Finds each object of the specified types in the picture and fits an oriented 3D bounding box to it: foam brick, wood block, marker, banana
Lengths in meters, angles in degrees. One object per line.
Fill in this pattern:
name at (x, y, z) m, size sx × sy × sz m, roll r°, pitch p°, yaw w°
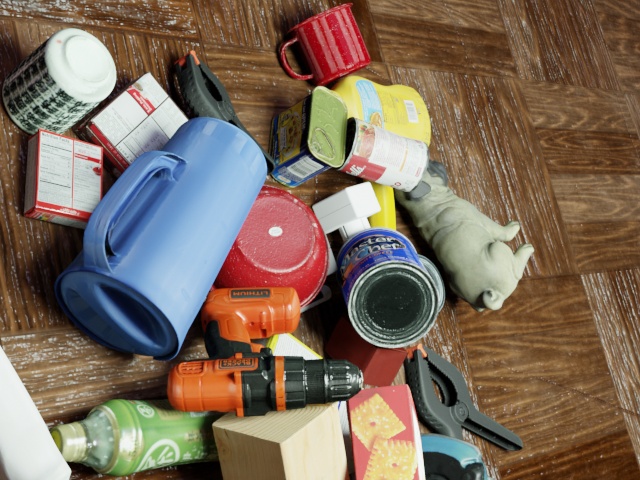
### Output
foam brick at (0.053, 0.129, 1.243) m, size 0.052 × 0.078 × 0.051 m, roll 16°, pitch 106°, yaw -39°
wood block at (-0.028, 0.259, 1.049) m, size 0.090 × 0.091 × 0.206 m, roll -30°, pitch 118°, yaw -45°
marker at (-0.031, 0.078, 1.238) m, size 0.120 × 0.020 × 0.020 m, roll -23°, pitch 88°, yaw -47°
banana at (0.072, -0.036, 1.367) m, size 0.069 × 0.037 × 0.198 m, roll 30°, pitch 53°, yaw -64°

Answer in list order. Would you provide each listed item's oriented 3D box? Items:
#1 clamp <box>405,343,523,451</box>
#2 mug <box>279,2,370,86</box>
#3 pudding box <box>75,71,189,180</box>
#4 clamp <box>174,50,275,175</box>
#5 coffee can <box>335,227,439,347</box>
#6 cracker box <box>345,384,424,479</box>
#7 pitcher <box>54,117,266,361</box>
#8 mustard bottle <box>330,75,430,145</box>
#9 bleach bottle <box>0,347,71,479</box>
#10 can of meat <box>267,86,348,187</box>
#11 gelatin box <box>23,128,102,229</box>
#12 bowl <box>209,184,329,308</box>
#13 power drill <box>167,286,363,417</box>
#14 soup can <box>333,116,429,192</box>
clamp at (0.164, 0.229, 1.343) m, size 0.210 × 0.036 × 0.164 m, roll 54°, pitch 44°, yaw -8°
mug at (0.004, -0.247, 1.381) m, size 0.117 × 0.093 × 0.081 m, roll -25°, pitch 95°, yaw -16°
pudding box at (-0.197, -0.118, 1.156) m, size 0.090 × 0.039 × 0.113 m, roll 51°, pitch 47°, yaw -15°
clamp at (-0.118, -0.136, 1.223) m, size 0.171 × 0.039 × 0.120 m, roll 54°, pitch 16°, yaw -6°
coffee can at (0.075, 0.052, 1.237) m, size 0.102 × 0.103 × 0.140 m, roll 50°, pitch 7°, yaw -15°
cracker box at (0.073, 0.273, 1.084) m, size 0.164 × 0.072 × 0.213 m, roll 73°, pitch 11°, yaw -64°
pitcher at (-0.150, -0.016, 1.061) m, size 0.145 × 0.149 × 0.242 m, roll 37°, pitch 54°, yaw -13°
mustard bottle at (0.061, -0.168, 1.412) m, size 0.191 × 0.058 × 0.096 m, roll 4°, pitch 68°, yaw -43°
bleach bottle at (-0.284, 0.136, 0.907) m, size 0.068 × 0.103 × 0.251 m, roll -37°, pitch 98°, yaw -35°
can of meat at (-0.017, -0.123, 1.297) m, size 0.057 × 0.084 × 0.102 m, roll 26°, pitch 55°, yaw -34°
gelatin box at (-0.259, -0.061, 1.076) m, size 0.073 × 0.030 × 0.089 m, roll 14°, pitch 62°, yaw -38°
bowl at (-0.058, 0.001, 1.181) m, size 0.162 × 0.055 × 0.162 m, roll 7°, pitch 67°, yaw -18°
power drill at (-0.055, 0.108, 1.067) m, size 0.187 × 0.184 × 0.057 m, roll -97°, pitch -174°, yaw -68°
soup can at (0.074, -0.105, 1.310) m, size 0.102 × 0.069 × 0.068 m, roll 16°, pitch 60°, yaw -20°
